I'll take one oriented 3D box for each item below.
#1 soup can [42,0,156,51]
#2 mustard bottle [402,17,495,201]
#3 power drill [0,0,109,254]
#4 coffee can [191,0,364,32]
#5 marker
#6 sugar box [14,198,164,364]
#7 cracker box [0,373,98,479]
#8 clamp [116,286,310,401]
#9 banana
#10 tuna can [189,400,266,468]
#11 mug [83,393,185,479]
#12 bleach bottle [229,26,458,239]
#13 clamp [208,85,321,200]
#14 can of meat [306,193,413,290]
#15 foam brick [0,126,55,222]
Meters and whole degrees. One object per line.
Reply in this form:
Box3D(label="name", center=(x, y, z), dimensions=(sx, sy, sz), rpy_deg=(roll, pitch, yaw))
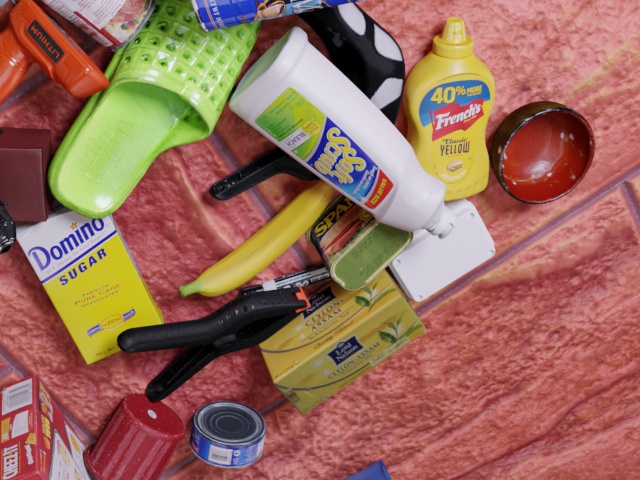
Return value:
Box3D(label="soup can", center=(-0.204, -0.223, 0.938), dimensions=(0.102, 0.068, 0.068), rpy_deg=(36, 104, -31))
Box3D(label="mustard bottle", center=(0.132, -0.136, 1.104), dimensions=(0.096, 0.058, 0.192), rpy_deg=(-8, 121, -14))
Box3D(label="power drill", center=(-0.280, -0.105, 0.939), dimensions=(0.187, 0.057, 0.184), rpy_deg=(-41, 80, 1))
Box3D(label="coffee can", center=(-0.039, -0.239, 0.898), dimensions=(0.140, 0.103, 0.103), rpy_deg=(-10, 123, 5))
Box3D(label="marker", center=(-0.032, 0.046, 1.181), dimensions=(0.121, 0.020, 0.020), rpy_deg=(-17, 123, -8))
Box3D(label="sugar box", center=(-0.235, 0.036, 1.094), dimensions=(0.093, 0.048, 0.176), rpy_deg=(-24, 125, -5))
Box3D(label="cracker box", center=(-0.285, 0.276, 1.148), dimensions=(0.072, 0.164, 0.213), rpy_deg=(-24, 124, -2))
Box3D(label="clamp", center=(-0.112, 0.107, 1.158), dimensions=(0.209, 0.036, 0.165), rpy_deg=(-20, 153, -15))
Box3D(label="banana", center=(-0.058, 0.004, 1.123), dimensions=(0.198, 0.069, 0.037), rpy_deg=(-39, 86, 6))
Box3D(label="tuna can", center=(-0.106, 0.221, 1.221), dimensions=(0.086, 0.086, 0.034), rpy_deg=(1, 118, -19))
Box3D(label="mug", center=(-0.197, 0.227, 1.201), dimensions=(0.117, 0.093, 0.081), rpy_deg=(11, 114, -58))
Box3D(label="bleach bottle", center=(0.038, -0.088, 1.024), dimensions=(0.250, 0.068, 0.103), rpy_deg=(37, 137, -17))
Box3D(label="clamp", center=(-0.032, -0.107, 1.080), dimensions=(0.171, 0.039, 0.120), rpy_deg=(-11, 127, -18))
Box3D(label="can of meat", center=(0.042, -0.006, 1.135), dimensions=(0.102, 0.084, 0.057), rpy_deg=(-44, 123, 10))
Box3D(label="foam brick", center=(-0.283, -0.063, 1.011), dimensions=(0.053, 0.051, 0.078), rpy_deg=(2, 119, -4))
